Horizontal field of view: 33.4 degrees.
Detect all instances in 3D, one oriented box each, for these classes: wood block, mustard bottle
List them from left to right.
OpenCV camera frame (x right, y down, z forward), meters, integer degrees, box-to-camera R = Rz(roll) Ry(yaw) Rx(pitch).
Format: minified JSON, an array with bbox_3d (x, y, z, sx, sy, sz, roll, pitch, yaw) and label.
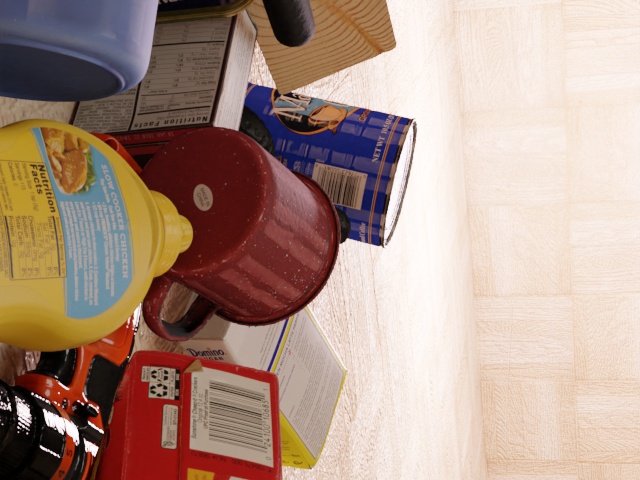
[{"bbox_3d":[-0.121,-0.002,0.433,0.191,0.058,0.096,-1,75,-55],"label":"mustard bottle"},{"bbox_3d":[-0.028,-0.216,0.747,0.091,0.090,0.206,67,2,-55],"label":"wood block"}]

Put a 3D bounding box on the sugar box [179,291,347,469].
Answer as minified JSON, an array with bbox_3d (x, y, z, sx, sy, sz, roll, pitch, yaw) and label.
[{"bbox_3d":[-0.038,0.083,0.777,0.176,0.048,0.093,60,39,-42],"label":"sugar box"}]

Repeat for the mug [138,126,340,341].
[{"bbox_3d":[-0.054,0.001,0.561,0.117,0.093,0.081,-54,152,-1],"label":"mug"}]

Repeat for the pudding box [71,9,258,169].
[{"bbox_3d":[-0.090,-0.094,0.631,0.039,0.090,0.113,68,24,-53],"label":"pudding box"}]

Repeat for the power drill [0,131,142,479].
[{"bbox_3d":[-0.130,0.043,0.532,0.184,0.057,0.187,64,30,-60],"label":"power drill"}]

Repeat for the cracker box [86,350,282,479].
[{"bbox_3d":[-0.079,0.176,0.434,0.164,0.072,0.214,-97,-154,-51],"label":"cracker box"}]

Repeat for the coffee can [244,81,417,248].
[{"bbox_3d":[-0.005,-0.059,0.822,0.102,0.140,0.103,14,90,-80],"label":"coffee can"}]
